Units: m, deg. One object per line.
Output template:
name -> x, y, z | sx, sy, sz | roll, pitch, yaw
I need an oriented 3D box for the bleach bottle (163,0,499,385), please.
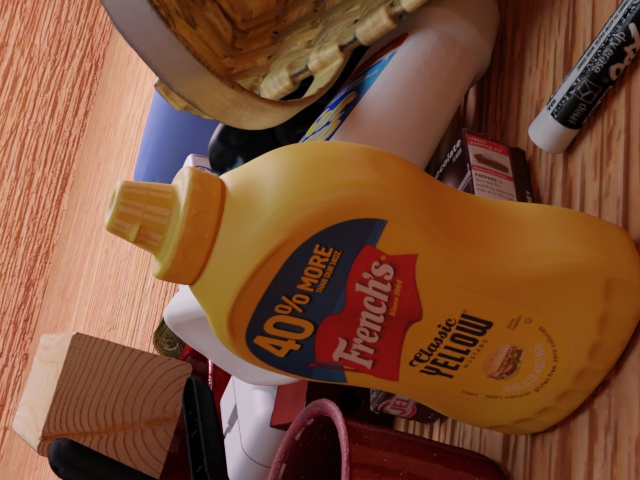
bleach bottle -> 0.021, -0.046, 0.550 | 0.250, 0.068, 0.103 | -57, 14, -21

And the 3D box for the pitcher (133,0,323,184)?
pitcher -> -0.083, -0.138, 0.919 | 0.243, 0.145, 0.149 | -64, -1, 34

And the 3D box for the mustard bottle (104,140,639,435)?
mustard bottle -> 0.016, 0.013, 0.391 | 0.058, 0.191, 0.096 | -94, 27, -48

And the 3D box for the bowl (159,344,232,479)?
bowl -> -0.083, 0.154, 0.776 | 0.162, 0.055, 0.162 | -164, 90, -72

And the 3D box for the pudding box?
pudding box -> 0.060, 0.019, 0.503 | 0.090, 0.039, 0.114 | -91, 25, -46

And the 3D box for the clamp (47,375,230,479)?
clamp -> -0.080, 0.161, 0.631 | 0.172, 0.120, 0.039 | 51, 139, 29

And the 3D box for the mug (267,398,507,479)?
mug -> 0.025, 0.131, 0.437 | 0.093, 0.081, 0.117 | 140, 143, -60

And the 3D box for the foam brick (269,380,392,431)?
foam brick -> 0.011, 0.069, 0.583 | 0.051, 0.053, 0.078 | 149, 134, -64

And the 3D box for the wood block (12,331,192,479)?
wood block -> -0.177, 0.126, 0.835 | 0.206, 0.090, 0.090 | -14, 59, 69
